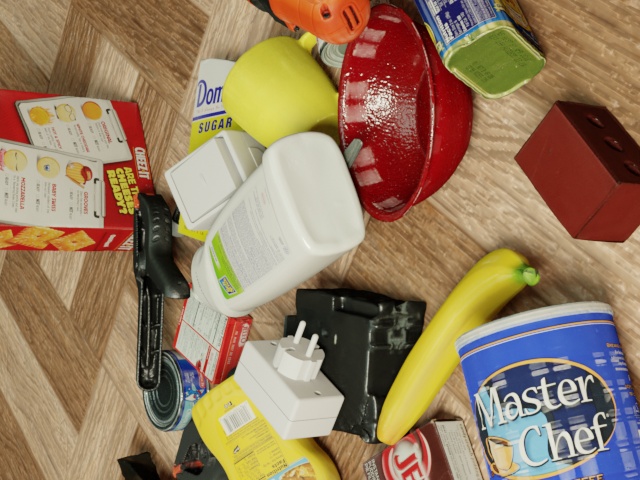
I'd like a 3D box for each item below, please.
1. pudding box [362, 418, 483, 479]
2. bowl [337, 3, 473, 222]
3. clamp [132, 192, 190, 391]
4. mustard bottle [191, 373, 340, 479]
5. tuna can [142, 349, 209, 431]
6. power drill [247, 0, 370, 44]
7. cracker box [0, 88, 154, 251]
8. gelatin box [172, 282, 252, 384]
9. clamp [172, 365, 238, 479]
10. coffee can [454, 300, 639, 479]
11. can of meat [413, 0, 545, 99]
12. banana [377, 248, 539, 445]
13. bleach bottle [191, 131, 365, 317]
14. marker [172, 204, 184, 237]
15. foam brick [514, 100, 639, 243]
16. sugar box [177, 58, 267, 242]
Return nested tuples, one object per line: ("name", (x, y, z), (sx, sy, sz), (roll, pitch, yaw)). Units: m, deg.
("pudding box", (0.084, 0.202, 0.801), (0.090, 0.039, 0.113), (-43, 56, 42))
("bowl", (0.069, -0.095, 0.803), (0.162, 0.055, 0.162), (176, 90, -68))
("clamp", (-0.172, 0.038, 1.094), (0.210, 0.036, 0.165), (-108, 30, -45))
("mustard bottle", (-0.034, 0.206, 0.922), (0.096, 0.058, 0.192), (-35, 70, 18))
("tuna can", (-0.152, 0.156, 1.112), (0.086, 0.033, 0.086), (-3, 86, 52))
("power drill", (0.021, -0.237, 0.805), (0.187, 0.057, 0.185), (-43, 47, -7))
("cracker box", (-0.295, -0.073, 1.161), (0.072, 0.213, 0.164), (-35, 61, 48))
("gelatin box", (-0.107, 0.092, 1.062), (0.089, 0.030, 0.073), (33, 113, 48))
("clamp", (-0.098, 0.192, 1.037), (0.172, 0.039, 0.120), (-25, 67, 49))
("coffee can", (0.150, 0.120, 0.669), (0.103, 0.102, 0.140), (-31, 65, 47))
("can of meat", (0.107, -0.154, 0.737), (0.058, 0.102, 0.084), (-31, 65, 23))
("banana", (0.096, 0.069, 0.775), (0.037, 0.069, 0.198), (34, 124, 3))
("bleach bottle", (-0.056, 0.001, 0.907), (0.251, 0.067, 0.102), (-33, 75, 57))
("marker", (-0.131, -0.057, 1.107), (0.020, 0.020, 0.121), (50, 126, 41))
("foam brick", (0.173, -0.044, 0.686), (0.051, 0.052, 0.078), (-56, 48, 35))
("sugar box", (-0.088, -0.085, 1.030), (0.093, 0.048, 0.176), (16, 103, 49))
